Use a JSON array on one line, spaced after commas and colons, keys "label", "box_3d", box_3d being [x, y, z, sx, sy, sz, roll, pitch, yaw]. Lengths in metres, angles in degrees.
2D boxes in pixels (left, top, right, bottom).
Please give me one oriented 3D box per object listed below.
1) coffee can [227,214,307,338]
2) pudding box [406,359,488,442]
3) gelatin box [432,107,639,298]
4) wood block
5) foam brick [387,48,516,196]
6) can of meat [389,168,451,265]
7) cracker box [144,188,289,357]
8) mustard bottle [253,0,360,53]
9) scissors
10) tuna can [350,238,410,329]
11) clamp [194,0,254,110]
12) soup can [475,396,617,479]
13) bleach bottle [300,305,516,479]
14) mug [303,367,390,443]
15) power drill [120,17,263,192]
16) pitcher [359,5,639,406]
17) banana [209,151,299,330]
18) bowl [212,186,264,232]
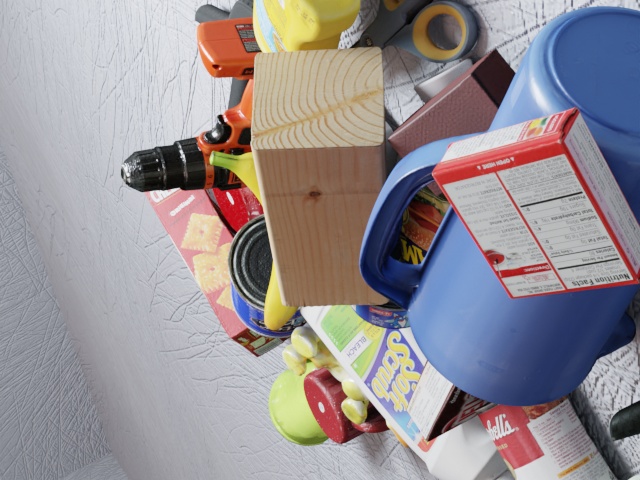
[{"label": "coffee can", "box_3d": [-0.043, 0.038, 1.096, 0.103, 0.102, 0.140, 60, 170, 11]}, {"label": "pudding box", "box_3d": [0.121, 0.106, 0.841, 0.039, 0.090, 0.113, 54, 156, 27]}, {"label": "gelatin box", "box_3d": [0.109, -0.015, 0.520, 0.073, 0.030, 0.089, -13, 122, 42]}, {"label": "wood block", "box_3d": [0.006, -0.040, 0.805, 0.206, 0.091, 0.090, 83, -174, -56]}, {"label": "foam brick", "box_3d": [0.095, -0.076, 0.697, 0.078, 0.051, 0.053, -36, 97, 37]}, {"label": "can of meat", "box_3d": [0.099, -0.011, 0.811, 0.102, 0.057, 0.084, 33, 140, 53]}, {"label": "cracker box", "box_3d": [-0.114, 0.024, 1.270, 0.214, 0.072, 0.164, 58, 180, 16]}, {"label": "mustard bottle", "box_3d": [-0.017, -0.175, 0.799, 0.192, 0.058, 0.096, 131, 117, -77]}, {"label": "scissors", "box_3d": [0.054, -0.138, 0.787, 0.096, 0.016, 0.202, 53, 147, 13]}, {"label": "tuna can", "box_3d": [0.062, 0.032, 0.902, 0.086, 0.086, 0.034, 51, 159, 32]}, {"label": "clamp", "box_3d": [-0.070, -0.180, 1.040, 0.172, 0.039, 0.120, 10, 124, 64]}, {"label": "soup can", "box_3d": [0.172, 0.157, 0.810, 0.102, 0.068, 0.069, 60, 159, 10]}, {"label": "bleach bottle", "box_3d": [0.092, 0.124, 0.952, 0.251, 0.067, 0.103, 50, 119, 19]}, {"label": "mug", "box_3d": [0.041, 0.164, 1.103, 0.117, 0.081, 0.093, 37, 146, 51]}, {"label": "power drill", "box_3d": [-0.087, -0.118, 0.979, 0.188, 0.184, 0.057, 111, 141, -52]}, {"label": "pitcher", "box_3d": [0.128, -0.016, 0.622, 0.145, 0.149, 0.243, 53, 153, 25]}, {"label": "banana", "box_3d": [-0.039, -0.005, 0.959, 0.037, 0.070, 0.198, -84, -19, -57]}, {"label": "bowl", "box_3d": [-0.077, -0.057, 1.174, 0.162, 0.055, 0.162, 49, 154, 34]}]
